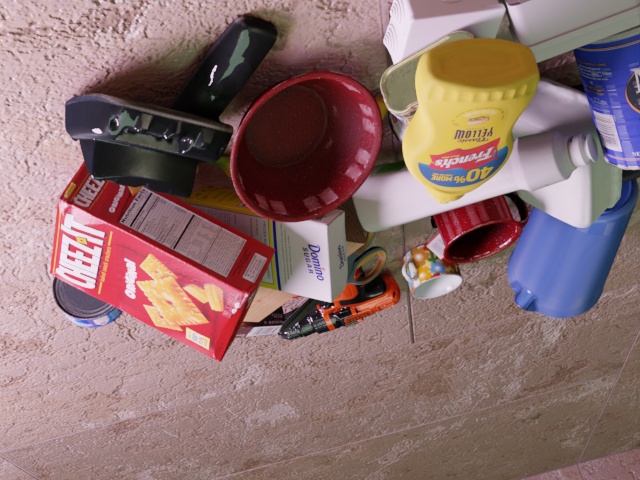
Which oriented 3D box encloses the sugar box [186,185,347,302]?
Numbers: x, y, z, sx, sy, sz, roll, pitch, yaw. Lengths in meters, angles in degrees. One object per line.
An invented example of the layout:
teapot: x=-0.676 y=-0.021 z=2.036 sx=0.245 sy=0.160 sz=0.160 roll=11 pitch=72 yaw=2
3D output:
sugar box: x=-0.057 y=0.001 z=1.133 sx=0.176 sy=0.048 sz=0.093 roll=11 pitch=120 yaw=25

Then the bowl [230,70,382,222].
bowl: x=-0.022 y=-0.099 z=1.039 sx=0.161 sy=0.055 sz=0.162 roll=-15 pitch=127 yaw=-21

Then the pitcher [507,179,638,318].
pitcher: x=0.331 y=-0.017 z=1.369 sx=0.145 sy=0.149 sz=0.243 roll=2 pitch=150 yaw=0

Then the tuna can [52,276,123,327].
tuna can: x=-0.264 y=0.057 z=1.233 sx=0.086 sy=0.086 sz=0.034 roll=-13 pitch=156 yaw=-3

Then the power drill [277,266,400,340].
power drill: x=0.005 y=0.072 z=1.439 sx=0.184 sy=0.057 sz=0.187 roll=-22 pitch=156 yaw=7

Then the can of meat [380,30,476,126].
can of meat: x=0.116 y=-0.136 z=0.965 sx=0.102 sy=0.057 sz=0.083 roll=-27 pitch=149 yaw=23

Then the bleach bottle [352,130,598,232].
bleach bottle: x=0.161 y=-0.068 z=1.093 sx=0.251 sy=0.068 sz=0.102 roll=-13 pitch=-171 yaw=32

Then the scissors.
scissors: x=0.016 y=0.035 z=1.288 sx=0.016 sy=0.096 sz=0.201 roll=15 pitch=-154 yaw=38

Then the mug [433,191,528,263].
mug: x=0.180 y=-0.034 z=1.202 sx=0.117 sy=0.081 sz=0.093 roll=-8 pitch=152 yaw=-19

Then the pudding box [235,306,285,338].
pudding box: x=-0.107 y=0.077 z=1.350 sx=0.113 sy=0.090 sz=0.039 roll=0 pitch=152 yaw=-29

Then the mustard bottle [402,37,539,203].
mustard bottle: x=0.121 y=-0.091 z=0.926 sx=0.096 sy=0.058 sz=0.192 roll=-6 pitch=149 yaw=-8

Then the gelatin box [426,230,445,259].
gelatin box: x=0.179 y=-0.024 z=1.324 sx=0.073 sy=0.030 sz=0.089 roll=-44 pitch=177 yaw=-39

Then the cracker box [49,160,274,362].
cracker box: x=-0.170 y=0.025 z=1.111 sx=0.213 sy=0.072 sz=0.164 roll=27 pitch=146 yaw=-1
